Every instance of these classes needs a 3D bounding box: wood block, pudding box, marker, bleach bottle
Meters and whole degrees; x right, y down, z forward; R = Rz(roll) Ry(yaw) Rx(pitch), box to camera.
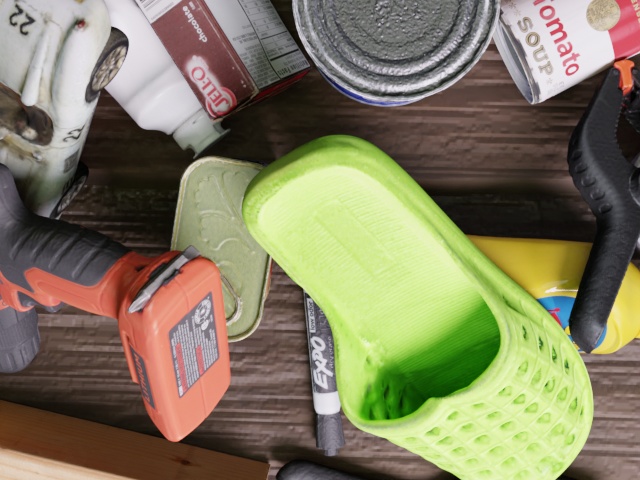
[{"bbox_3d":[-0.143,0.166,0.650,0.206,0.091,0.090,13,96,1],"label":"wood block"},{"bbox_3d":[-0.060,-0.130,0.612,0.039,0.090,0.113,-28,95,25],"label":"pudding box"},{"bbox_3d":[0.002,0.076,0.670,0.020,0.020,0.121,-4,96,2],"label":"marker"},{"bbox_3d":[-0.143,-0.152,0.608,0.068,0.102,0.251,-38,94,14],"label":"bleach bottle"}]

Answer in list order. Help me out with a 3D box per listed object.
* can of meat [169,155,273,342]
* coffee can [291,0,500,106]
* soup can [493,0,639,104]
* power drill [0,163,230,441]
[{"bbox_3d":[-0.054,0.001,0.632,0.057,0.084,0.102,10,96,1],"label":"can of meat"},{"bbox_3d":[0.039,-0.126,0.586,0.103,0.140,0.103,0,96,2],"label":"coffee can"},{"bbox_3d":[0.155,-0.131,0.618,0.102,0.068,0.068,-26,95,5],"label":"soup can"},{"bbox_3d":[-0.140,0.037,0.589,0.188,0.057,0.184,23,140,23],"label":"power drill"}]
